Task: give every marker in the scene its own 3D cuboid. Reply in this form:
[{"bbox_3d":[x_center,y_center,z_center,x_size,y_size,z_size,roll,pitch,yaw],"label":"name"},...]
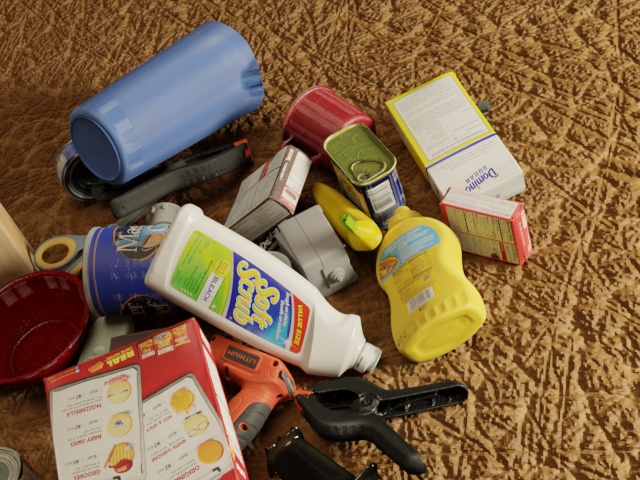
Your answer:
[{"bbox_3d":[-0.058,0.002,1.257,0.020,0.020,0.121,24,61,37],"label":"marker"}]

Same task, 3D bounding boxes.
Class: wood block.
[{"bbox_3d":[-0.424,-0.014,1.284,0.090,0.206,0.091,-29,44,-7],"label":"wood block"}]

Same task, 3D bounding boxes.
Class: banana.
[{"bbox_3d":[0.032,-0.025,1.199,0.037,0.069,0.198,-34,16,-3],"label":"banana"}]

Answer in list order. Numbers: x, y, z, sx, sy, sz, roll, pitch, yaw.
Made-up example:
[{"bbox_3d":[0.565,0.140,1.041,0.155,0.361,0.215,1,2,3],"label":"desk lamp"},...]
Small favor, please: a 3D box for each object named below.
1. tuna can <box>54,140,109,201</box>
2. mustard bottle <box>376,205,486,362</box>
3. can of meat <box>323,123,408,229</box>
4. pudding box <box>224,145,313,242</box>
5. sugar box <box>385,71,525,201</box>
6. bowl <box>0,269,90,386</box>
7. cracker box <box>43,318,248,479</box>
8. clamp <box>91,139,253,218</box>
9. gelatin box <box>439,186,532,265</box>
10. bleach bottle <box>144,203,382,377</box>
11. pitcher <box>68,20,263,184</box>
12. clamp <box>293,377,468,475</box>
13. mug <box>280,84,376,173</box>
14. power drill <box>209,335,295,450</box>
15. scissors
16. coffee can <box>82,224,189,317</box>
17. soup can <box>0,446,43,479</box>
[{"bbox_3d":[-0.301,-0.094,1.395,0.086,0.086,0.034,-31,47,-8],"label":"tuna can"},{"bbox_3d":[0.107,0.031,1.132,0.096,0.058,0.191,-38,40,21],"label":"mustard bottle"},{"bbox_3d":[0.054,-0.072,1.235,0.057,0.084,0.102,-30,45,-7],"label":"can of meat"},{"bbox_3d":[-0.064,-0.051,1.258,0.114,0.039,0.090,-35,29,47],"label":"pudding box"},{"bbox_3d":[0.154,-0.109,1.237,0.093,0.048,0.176,-26,58,0],"label":"sugar box"},{"bbox_3d":[-0.330,0.112,1.236,0.162,0.055,0.162,-11,46,12],"label":"bowl"},{"bbox_3d":[-0.161,0.198,1.003,0.164,0.072,0.214,-22,50,1],"label":"cracker box"},{"bbox_3d":[-0.189,-0.082,1.352,0.209,0.036,0.165,-24,19,-22],"label":"clamp"},{"bbox_3d":[0.178,-0.016,1.141,0.089,0.073,0.030,15,55,32],"label":"gelatin box"},{"bbox_3d":[-0.050,0.062,1.103,0.251,0.068,0.102,27,91,6],"label":"bleach bottle"},{"bbox_3d":[-0.203,-0.173,1.362,0.145,0.149,0.242,47,54,7],"label":"pitcher"},{"bbox_3d":[0.057,0.164,1.045,0.172,0.039,0.120,14,35,35],"label":"clamp"},{"bbox_3d":[0.005,-0.126,1.300,0.117,0.093,0.082,-33,49,-26],"label":"mug"},{"bbox_3d":[-0.126,0.189,1.084,0.185,0.057,0.187,18,60,29],"label":"power drill"},{"bbox_3d":[-0.282,-0.013,1.343,0.096,0.016,0.201,24,58,8],"label":"scissors"},{"bbox_3d":[-0.185,0.033,1.204,0.140,0.103,0.103,-3,47,6],"label":"coffee can"},{"bbox_3d":[-0.302,0.258,1.056,0.068,0.102,0.068,-11,46,11],"label":"soup can"}]
